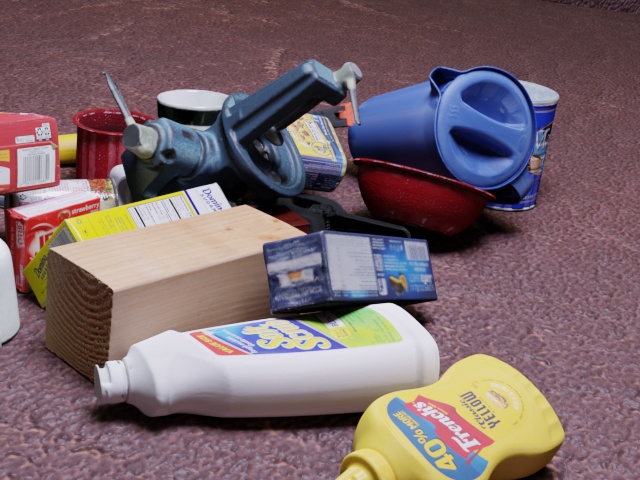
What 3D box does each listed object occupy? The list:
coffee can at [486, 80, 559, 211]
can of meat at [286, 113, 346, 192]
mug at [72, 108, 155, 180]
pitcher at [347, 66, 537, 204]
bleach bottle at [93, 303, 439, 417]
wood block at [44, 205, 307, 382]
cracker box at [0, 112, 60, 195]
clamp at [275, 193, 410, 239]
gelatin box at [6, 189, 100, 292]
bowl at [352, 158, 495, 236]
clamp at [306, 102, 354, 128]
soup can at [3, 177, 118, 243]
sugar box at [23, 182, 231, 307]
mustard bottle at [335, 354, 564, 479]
[{"bbox_3d":[0.230,-0.120,1.320,0.103,0.140,0.103,6,22,-3],"label":"coffee can"},{"bbox_3d":[-0.026,-0.102,1.203,0.083,0.058,0.102,5,43,-27],"label":"can of meat"},{"bbox_3d":[-0.229,-0.100,1.204,0.093,0.081,0.117,10,23,6],"label":"mug"},{"bbox_3d":[0.137,-0.117,1.253,0.144,0.149,0.243,-1,3,-25],"label":"pitcher"},{"bbox_3d":[-0.043,0.099,0.813,0.250,0.068,0.103,-4,22,-21],"label":"bleach bottle"},{"bbox_3d":[-0.116,0.040,0.892,0.090,0.091,0.205,26,29,38],"label":"wood block"},{"bbox_3d":[-0.365,-0.082,0.947,0.214,0.072,0.163,9,15,31],"label":"cracker box"},{"bbox_3d":[0.013,-0.018,1.142,0.120,0.039,0.172,1,22,-28],"label":"clamp"},{"bbox_3d":[-0.242,0.000,0.971,0.030,0.073,0.089,22,26,31],"label":"gelatin box"},{"bbox_3d":[0.106,-0.042,1.164,0.162,0.055,0.162,15,-1,0],"label":"bowl"},{"bbox_3d":[-0.044,-0.145,1.352,0.164,0.036,0.210,-14,7,-37],"label":"clamp"},{"bbox_3d":[-0.252,-0.026,1.038,0.102,0.068,0.069,-3,25,-21],"label":"soup can"},{"bbox_3d":[-0.170,0.001,0.964,0.175,0.093,0.048,-22,76,-48],"label":"sugar box"},{"bbox_3d":[0.080,0.144,0.743,0.191,0.058,0.096,-16,52,-41],"label":"mustard bottle"}]
